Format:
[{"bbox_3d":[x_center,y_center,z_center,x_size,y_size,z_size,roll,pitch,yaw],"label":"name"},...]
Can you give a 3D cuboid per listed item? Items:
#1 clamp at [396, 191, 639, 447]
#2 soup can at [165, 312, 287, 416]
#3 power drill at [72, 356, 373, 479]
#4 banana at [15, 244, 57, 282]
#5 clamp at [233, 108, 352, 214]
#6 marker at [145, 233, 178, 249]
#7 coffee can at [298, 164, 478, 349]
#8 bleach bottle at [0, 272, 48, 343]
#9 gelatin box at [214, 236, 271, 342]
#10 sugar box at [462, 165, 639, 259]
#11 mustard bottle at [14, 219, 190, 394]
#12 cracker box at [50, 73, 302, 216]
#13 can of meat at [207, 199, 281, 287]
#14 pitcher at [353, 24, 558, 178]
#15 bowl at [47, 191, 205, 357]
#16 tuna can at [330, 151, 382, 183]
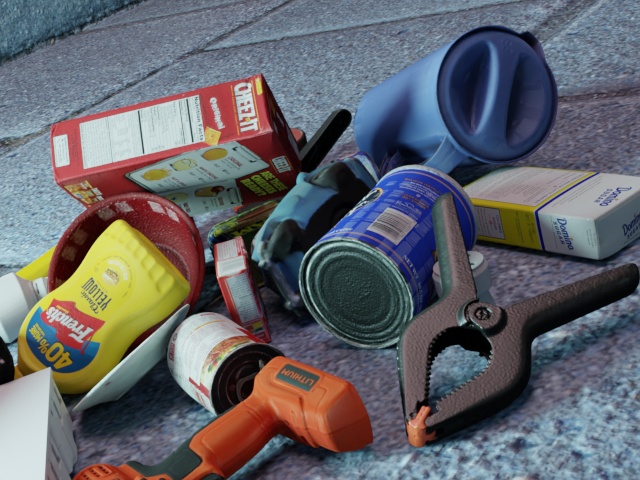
[{"bbox_3d":[0.126,0.061,0.758,0.165,0.036,0.209,17,54,19],"label":"clamp"},{"bbox_3d":[-0.074,0.100,0.834,0.068,0.068,0.102,-26,22,-21],"label":"soup can"},{"bbox_3d":[-0.058,0.154,0.701,0.187,0.057,0.185,-30,24,-28],"label":"power drill"},{"bbox_3d":[-0.327,0.043,1.199,0.197,0.037,0.070,-34,32,-19],"label":"banana"},{"bbox_3d":[-0.022,-0.062,1.188,0.172,0.039,0.120,-38,36,20],"label":"clamp"},{"bbox_3d":[-0.192,0.007,1.077,0.121,0.020,0.020,-10,22,19],"label":"marker"},{"bbox_3d":[0.060,0.011,0.896,0.103,0.103,0.140,-3,26,34],"label":"coffee can"},{"bbox_3d":[-0.400,0.087,1.115,0.250,0.068,0.103,-20,47,-10],"label":"bleach bottle"},{"bbox_3d":[-0.070,0.045,0.959,0.030,0.073,0.089,-17,20,-1],"label":"gelatin box"},{"bbox_3d":[0.207,-0.028,0.957,0.093,0.048,0.177,-28,26,-30],"label":"sugar box"},{"bbox_3d":[-0.212,0.079,0.952,0.191,0.058,0.096,-46,65,-1],"label":"mustard bottle"},{"bbox_3d":[-0.137,-0.082,1.060,0.214,0.072,0.164,-13,-19,6],"label":"cracker box"},{"bbox_3d":[-0.057,0.001,1.083,0.102,0.057,0.084,-23,19,-16],"label":"can of meat"},{"bbox_3d":[0.121,-0.125,1.114,0.149,0.145,0.243,-7,0,-21],"label":"pitcher"},{"bbox_3d":[-0.176,0.038,1.017,0.162,0.162,0.055,-13,-20,12],"label":"bowl"},{"bbox_3d":[0.041,-0.046,1.079,0.033,0.086,0.086,-20,21,-10],"label":"tuna can"}]
